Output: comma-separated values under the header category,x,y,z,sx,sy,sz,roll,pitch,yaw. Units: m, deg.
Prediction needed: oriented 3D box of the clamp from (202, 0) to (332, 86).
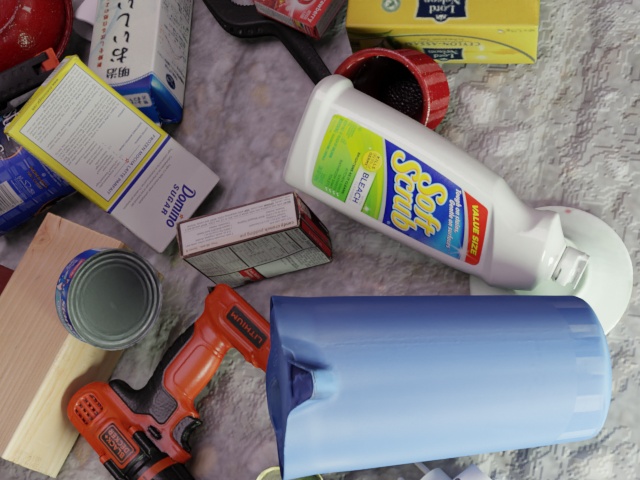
category,x,y,z,sx,sy,sz,roll,pitch,yaw
clamp,-0.031,-0.243,1.058,0.210,0.036,0.164,25,76,23

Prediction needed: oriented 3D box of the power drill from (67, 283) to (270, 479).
category,x,y,z,sx,sy,sz,roll,pitch,yaw
power drill,-0.100,0.144,0.901,0.187,0.057,0.184,-45,69,-5

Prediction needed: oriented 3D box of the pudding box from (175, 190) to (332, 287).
category,x,y,z,sx,sy,sz,roll,pitch,yaw
pudding box,-0.056,0.001,0.931,0.113,0.090,0.039,-16,64,13

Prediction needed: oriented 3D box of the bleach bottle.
category,x,y,z,sx,sy,sz,roll,pitch,yaw
bleach bottle,0.098,-0.037,0.857,0.251,0.068,0.103,27,113,14

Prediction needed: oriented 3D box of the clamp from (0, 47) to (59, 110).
category,x,y,z,sx,sy,sz,roll,pitch,yaw
clamp,-0.327,-0.132,1.015,0.172,0.039,0.120,-24,18,23

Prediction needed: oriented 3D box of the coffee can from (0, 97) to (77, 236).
category,x,y,z,sx,sy,sz,roll,pitch,yaw
coffee can,-0.287,-0.076,1.040,0.140,0.102,0.103,-29,61,6

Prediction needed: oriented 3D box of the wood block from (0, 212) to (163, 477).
category,x,y,z,sx,sy,sz,roll,pitch,yaw
wood block,-0.241,0.093,0.957,0.091,0.090,0.206,20,75,26

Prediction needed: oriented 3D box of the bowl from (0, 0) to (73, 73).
category,x,y,z,sx,sy,sz,roll,pitch,yaw
bowl,-0.336,-0.229,1.080,0.162,0.055,0.162,-2,73,7

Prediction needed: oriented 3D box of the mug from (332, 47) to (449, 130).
category,x,y,z,sx,sy,sz,roll,pitch,yaw
mug,0.066,-0.112,0.933,0.093,0.081,0.117,-8,100,26

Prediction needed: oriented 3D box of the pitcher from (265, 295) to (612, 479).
category,x,y,z,sx,sy,sz,roll,pitch,yaw
pitcher,0.080,0.101,0.796,0.242,0.145,0.149,-3,35,-6

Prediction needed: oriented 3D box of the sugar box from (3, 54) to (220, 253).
category,x,y,z,sx,sy,sz,roll,pitch,yaw
sugar box,-0.188,-0.077,0.974,0.093,0.176,0.048,-52,23,-8

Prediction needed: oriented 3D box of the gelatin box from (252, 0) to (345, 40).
category,x,y,z,sx,sy,sz,roll,pitch,yaw
gelatin box,-0.011,-0.245,1.017,0.073,0.030,0.089,29,78,20

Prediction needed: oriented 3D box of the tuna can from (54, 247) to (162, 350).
category,x,y,z,sx,sy,sz,roll,pitch,yaw
tuna can,-0.179,0.048,0.901,0.034,0.086,0.086,7,67,55
